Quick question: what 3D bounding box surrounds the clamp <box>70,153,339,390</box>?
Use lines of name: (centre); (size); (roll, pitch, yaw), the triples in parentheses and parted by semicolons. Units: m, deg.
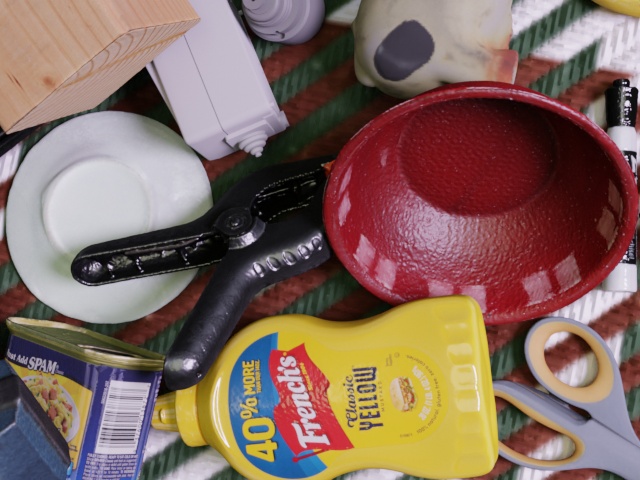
clamp: (-0.054, 0.001, 0.598); (0.120, 0.039, 0.171); (34, 59, 31)

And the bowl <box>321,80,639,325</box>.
bowl: (0.084, -0.028, 0.569); (0.162, 0.162, 0.055); (2, 42, 7)

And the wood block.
wood block: (-0.167, -0.170, 0.543); (0.090, 0.090, 0.206); (-33, 93, 24)

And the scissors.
scissors: (0.182, 0.108, 0.590); (0.202, 0.016, 0.096); (18, 87, 8)

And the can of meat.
can of meat: (-0.139, 0.095, 0.596); (0.102, 0.057, 0.084); (12, 89, 39)

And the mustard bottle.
mustard bottle: (-0.003, 0.087, 0.588); (0.192, 0.058, 0.096); (-7, 88, 14)
